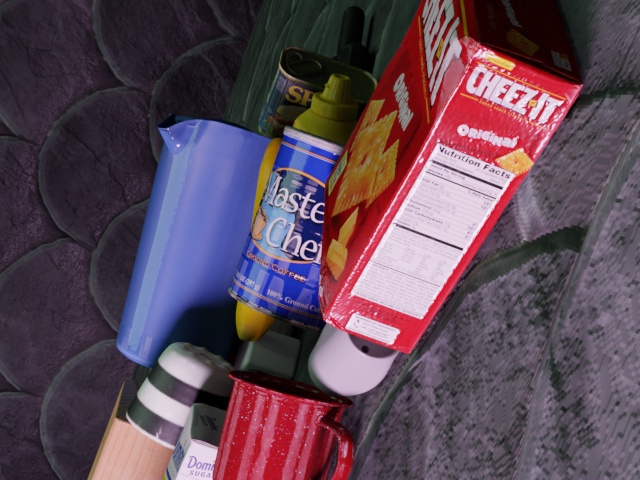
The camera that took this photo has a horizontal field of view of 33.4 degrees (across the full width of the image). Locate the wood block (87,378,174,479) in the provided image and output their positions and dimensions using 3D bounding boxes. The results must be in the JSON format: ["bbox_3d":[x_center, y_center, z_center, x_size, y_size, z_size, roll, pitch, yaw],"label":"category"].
[{"bbox_3d":[-0.188,0.255,1.047,0.091,0.090,0.206,-102,33,-72],"label":"wood block"}]

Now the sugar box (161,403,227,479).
[{"bbox_3d":[-0.117,0.227,0.860,0.093,0.048,0.176,-121,50,-78],"label":"sugar box"}]

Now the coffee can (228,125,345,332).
[{"bbox_3d":[-0.003,-0.009,0.849,0.103,0.102,0.140,-132,62,-77],"label":"coffee can"}]

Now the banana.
[{"bbox_3d":[-0.050,0.012,0.931,0.070,0.037,0.198,-132,50,-57],"label":"banana"}]

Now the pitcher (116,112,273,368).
[{"bbox_3d":[-0.106,0.007,1.039,0.145,0.149,0.243,-11,-62,-88],"label":"pitcher"}]

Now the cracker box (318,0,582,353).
[{"bbox_3d":[0.069,-0.063,0.672,0.164,0.072,0.214,-87,20,-53],"label":"cracker box"}]

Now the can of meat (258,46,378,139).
[{"bbox_3d":[-0.005,-0.135,1.071,0.057,0.102,0.084,-83,14,-49],"label":"can of meat"}]

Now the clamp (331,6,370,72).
[{"bbox_3d":[0.029,-0.194,1.170,0.171,0.039,0.120,-122,47,-70],"label":"clamp"}]

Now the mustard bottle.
[{"bbox_3d":[-0.002,-0.054,0.948,0.096,0.058,0.192,-126,45,-57],"label":"mustard bottle"}]

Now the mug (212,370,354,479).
[{"bbox_3d":[-0.022,0.147,0.765,0.117,0.093,0.081,12,88,42],"label":"mug"}]
